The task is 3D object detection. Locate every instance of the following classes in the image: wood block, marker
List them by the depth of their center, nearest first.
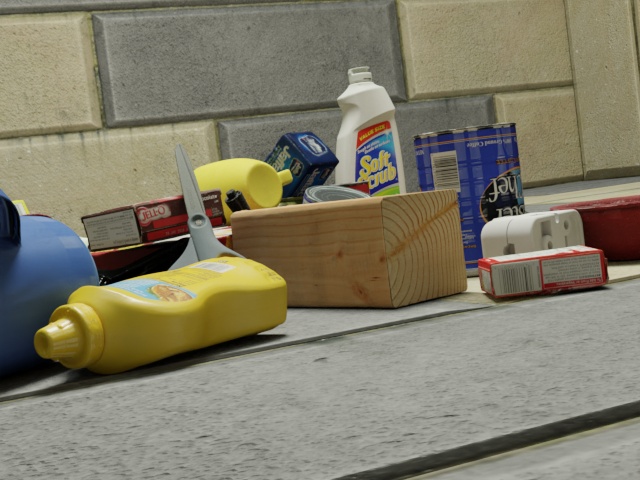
[{"bbox_3d":[0.019,0.009,0.944,0.090,0.090,0.207,-8,3,-40],"label":"wood block"},{"bbox_3d":[-0.057,0.001,1.030,0.020,0.121,0.020,-27,23,12],"label":"marker"}]

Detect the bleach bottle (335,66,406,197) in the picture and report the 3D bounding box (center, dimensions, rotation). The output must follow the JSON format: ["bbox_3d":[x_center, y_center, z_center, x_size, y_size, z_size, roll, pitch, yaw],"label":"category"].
[{"bbox_3d":[0.059,-0.104,1.427,0.102,0.251,0.068,-8,3,-17],"label":"bleach bottle"}]

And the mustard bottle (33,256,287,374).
[{"bbox_3d":[-0.114,0.052,0.728,0.096,0.058,0.191,8,11,35],"label":"mustard bottle"}]

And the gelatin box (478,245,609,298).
[{"bbox_3d":[0.173,0.025,0.839,0.089,0.030,0.073,-7,2,1],"label":"gelatin box"}]

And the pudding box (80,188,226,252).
[{"bbox_3d":[-0.152,-0.018,0.969,0.089,0.039,0.114,-13,2,-37],"label":"pudding box"}]

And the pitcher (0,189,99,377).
[{"bbox_3d":[-0.251,0.034,0.681,0.149,0.145,0.242,-6,0,29],"label":"pitcher"}]

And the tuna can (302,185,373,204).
[{"bbox_3d":[0.021,-0.035,1.209,0.086,0.034,0.086,8,19,-3],"label":"tuna can"}]

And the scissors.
[{"bbox_3d":[-0.115,0.001,0.886,0.096,0.202,0.016,-25,-34,-17],"label":"scissors"}]

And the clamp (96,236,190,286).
[{"bbox_3d":[-0.187,0.054,0.918,0.172,0.039,0.120,-18,23,15],"label":"clamp"}]

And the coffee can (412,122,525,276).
[{"bbox_3d":[0.149,-0.040,1.049,0.103,0.140,0.103,-7,3,0],"label":"coffee can"}]
